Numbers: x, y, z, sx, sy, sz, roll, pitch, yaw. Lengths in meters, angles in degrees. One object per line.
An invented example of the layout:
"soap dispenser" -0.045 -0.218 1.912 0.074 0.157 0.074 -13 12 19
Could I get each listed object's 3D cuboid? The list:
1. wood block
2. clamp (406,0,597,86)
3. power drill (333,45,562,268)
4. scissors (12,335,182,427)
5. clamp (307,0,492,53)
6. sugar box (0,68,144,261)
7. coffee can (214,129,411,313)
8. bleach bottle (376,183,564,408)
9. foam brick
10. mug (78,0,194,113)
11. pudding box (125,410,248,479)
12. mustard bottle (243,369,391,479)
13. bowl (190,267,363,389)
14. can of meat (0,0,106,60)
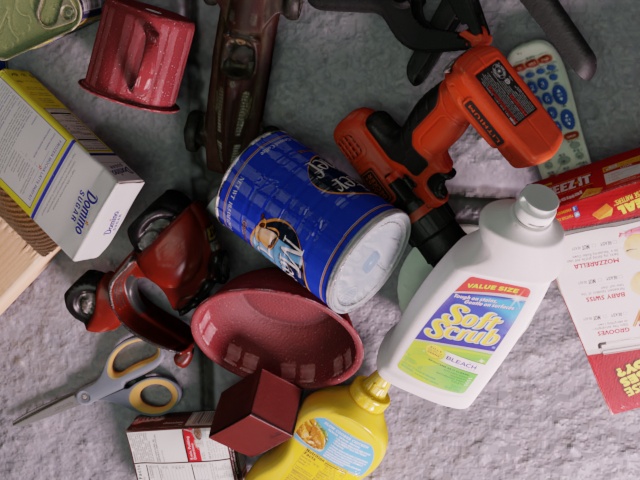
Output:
"wood block" -0.348 0.038 1.050 0.091 0.090 0.206 45 110 -5
"clamp" 0.135 -0.226 0.883 0.165 0.036 0.210 -5 99 30
"power drill" 0.111 -0.061 0.893 0.184 0.057 0.188 51 141 -2
"scissors" -0.224 0.170 1.104 0.202 0.016 0.096 -39 96 20
"clamp" 0.065 -0.205 0.891 0.171 0.039 0.120 50 125 17
"sugar box" -0.250 -0.072 0.990 0.176 0.048 0.093 42 113 17
"coffee can" -0.007 -0.018 0.926 0.140 0.102 0.103 36 113 25
"bleach bottle" 0.129 0.043 0.891 0.102 0.068 0.251 23 138 3
"foam brick" -0.062 0.167 1.028 0.053 0.051 0.078 31 140 -23
"mug" -0.157 -0.162 0.936 0.093 0.117 0.081 13 106 -16
"pudding box" -0.135 0.223 1.090 0.114 0.039 0.090 -5 106 16
"mustard bottle" 0.010 0.199 1.038 0.096 0.058 0.192 32 111 -7
"bowl" -0.036 0.074 0.990 0.162 0.055 0.162 8 141 6
"can of meat" -0.246 -0.206 0.954 0.102 0.084 0.057 -20 102 17
